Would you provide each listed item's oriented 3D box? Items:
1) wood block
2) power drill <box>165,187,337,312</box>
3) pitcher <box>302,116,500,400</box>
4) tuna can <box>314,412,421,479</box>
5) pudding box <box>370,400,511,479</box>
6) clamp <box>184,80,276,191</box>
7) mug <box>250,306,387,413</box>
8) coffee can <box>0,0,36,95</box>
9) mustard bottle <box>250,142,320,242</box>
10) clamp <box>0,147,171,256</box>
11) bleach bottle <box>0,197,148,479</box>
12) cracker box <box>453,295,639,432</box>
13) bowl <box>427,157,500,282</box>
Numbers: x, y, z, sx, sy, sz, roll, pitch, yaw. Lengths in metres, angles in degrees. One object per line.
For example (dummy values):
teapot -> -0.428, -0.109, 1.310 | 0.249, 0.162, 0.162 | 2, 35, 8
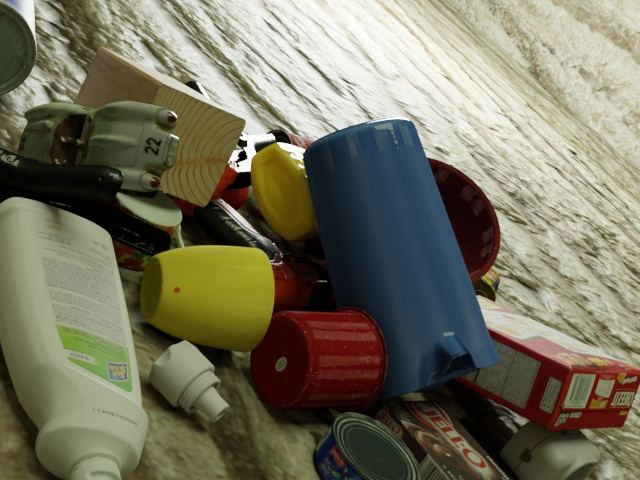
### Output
wood block -> -0.163, -0.113, 1.022 | 0.090, 0.090, 0.206 | 22, 7, -32
power drill -> -0.057, 0.001, 1.067 | 0.188, 0.057, 0.184 | 45, 20, 26
pitcher -> 0.062, 0.019, 0.979 | 0.144, 0.149, 0.243 | -9, 82, -62
tuna can -> 0.038, 0.182, 0.864 | 0.086, 0.034, 0.086 | 30, 22, -14
pudding box -> 0.105, 0.190, 0.939 | 0.089, 0.039, 0.114 | 8, 34, -49
clamp -> -0.102, -0.105, 1.087 | 0.120, 0.039, 0.171 | 32, 19, -10
mug -> -0.012, 0.095, 0.905 | 0.081, 0.093, 0.117 | 6, 23, -43
coffee can -> -0.333, -0.216, 1.048 | 0.102, 0.103, 0.140 | 23, 24, -28
mustard bottle -> -0.002, -0.048, 1.101 | 0.096, 0.058, 0.191 | 64, 21, 9
clamp -> -0.223, -0.040, 0.856 | 0.210, 0.036, 0.164 | 14, -16, 17
bleach bottle -> -0.176, 0.076, 0.732 | 0.102, 0.068, 0.251 | 21, 28, -33
cracker box -> 0.193, 0.120, 1.088 | 0.214, 0.072, 0.163 | 25, 10, 40
bowl -> 0.104, -0.008, 1.121 | 0.162, 0.055, 0.162 | 8, 58, -13
